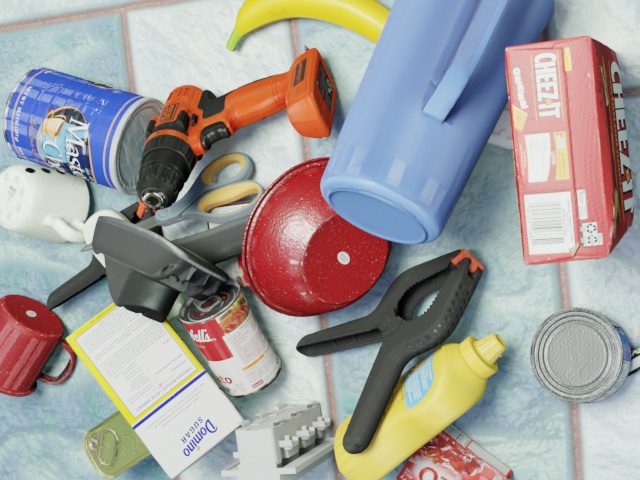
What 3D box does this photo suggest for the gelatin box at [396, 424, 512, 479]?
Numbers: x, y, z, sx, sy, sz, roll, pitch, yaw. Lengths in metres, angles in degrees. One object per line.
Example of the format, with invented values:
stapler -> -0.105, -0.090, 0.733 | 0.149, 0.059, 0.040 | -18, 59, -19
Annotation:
gelatin box -> 0.130, 0.229, 1.040 | 0.089, 0.030, 0.073 | 37, 109, 15

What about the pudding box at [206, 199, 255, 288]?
pudding box -> -0.057, 0.001, 1.087 | 0.114, 0.039, 0.090 | -6, 93, 21

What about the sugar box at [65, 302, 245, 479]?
sugar box -> -0.164, 0.141, 1.068 | 0.093, 0.048, 0.176 | -37, 85, -6

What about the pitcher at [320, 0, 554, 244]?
pitcher -> 0.096, -0.126, 0.891 | 0.145, 0.149, 0.242 | 12, 69, 36

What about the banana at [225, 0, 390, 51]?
banana -> -0.003, -0.219, 1.040 | 0.198, 0.037, 0.069 | 5, 117, 23

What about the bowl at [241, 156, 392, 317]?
bowl -> 0.010, 0.006, 0.992 | 0.055, 0.161, 0.162 | 34, 113, 54

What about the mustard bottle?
mustard bottle -> 0.098, 0.151, 1.009 | 0.058, 0.096, 0.192 | 44, 111, -9

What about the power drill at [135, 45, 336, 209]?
power drill -> -0.082, -0.109, 1.021 | 0.188, 0.184, 0.057 | -14, 127, 17

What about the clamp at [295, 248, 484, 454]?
clamp -> 0.072, 0.094, 1.008 | 0.210, 0.036, 0.164 | -40, 38, 15

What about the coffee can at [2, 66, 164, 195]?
coffee can -> -0.243, -0.115, 1.115 | 0.140, 0.102, 0.103 | 18, 103, 20

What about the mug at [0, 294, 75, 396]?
mug -> -0.331, 0.120, 1.197 | 0.117, 0.093, 0.081 | 30, 104, -16

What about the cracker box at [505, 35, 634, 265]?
cracker box -> 0.209, -0.076, 0.869 | 0.072, 0.213, 0.164 | -5, 95, 21

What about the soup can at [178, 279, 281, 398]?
soup can -> -0.089, 0.100, 1.077 | 0.069, 0.068, 0.102 | -15, 118, 24

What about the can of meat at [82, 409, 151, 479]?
can of meat -> -0.189, 0.202, 1.142 | 0.102, 0.083, 0.057 | -35, 83, 22

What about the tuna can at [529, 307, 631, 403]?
tuna can -> 0.236, 0.105, 0.965 | 0.086, 0.033, 0.086 | -7, 76, 32

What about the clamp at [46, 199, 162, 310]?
clamp -> -0.212, 0.039, 1.157 | 0.120, 0.039, 0.172 | 35, 106, 1

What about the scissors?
scissors -> -0.148, -0.041, 1.093 | 0.202, 0.016, 0.096 | -9, 49, 17
